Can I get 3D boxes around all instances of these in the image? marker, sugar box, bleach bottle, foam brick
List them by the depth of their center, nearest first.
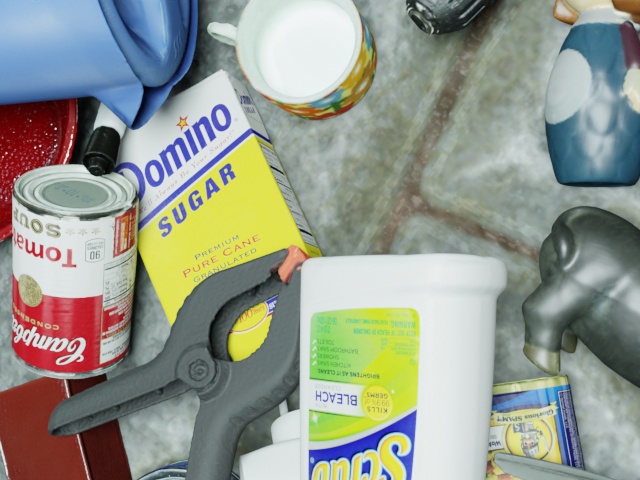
[{"bbox_3d":[0.037,0.133,0.512,0.103,0.067,0.251,-3,85,39],"label":"bleach bottle"},{"bbox_3d":[-0.054,0.001,0.613,0.093,0.048,0.176,-28,80,10],"label":"sugar box"},{"bbox_3d":[-0.116,-0.083,0.616,0.020,0.020,0.121,-4,49,13],"label":"marker"},{"bbox_3d":[-0.151,0.119,0.624,0.053,0.051,0.078,-18,81,13],"label":"foam brick"}]

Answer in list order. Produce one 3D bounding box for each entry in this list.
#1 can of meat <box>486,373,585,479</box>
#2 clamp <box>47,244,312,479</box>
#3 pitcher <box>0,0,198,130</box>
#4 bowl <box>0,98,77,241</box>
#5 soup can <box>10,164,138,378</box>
[{"bbox_3d":[0.089,0.119,0.562,0.102,0.057,0.084,-10,81,13],"label":"can of meat"},{"bbox_3d":[-0.054,0.082,0.556,0.171,0.039,0.120,-44,71,6],"label":"clamp"},{"bbox_3d":[-0.197,-0.140,0.563,0.243,0.145,0.149,-6,53,16],"label":"pitcher"},{"bbox_3d":[-0.211,-0.069,0.653,0.162,0.055,0.162,-1,85,14],"label":"bowl"},{"bbox_3d":[-0.138,0.017,0.597,0.068,0.068,0.102,16,117,15],"label":"soup can"}]
